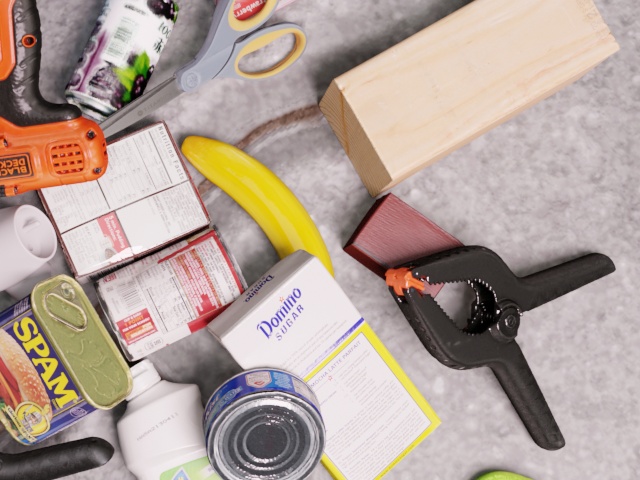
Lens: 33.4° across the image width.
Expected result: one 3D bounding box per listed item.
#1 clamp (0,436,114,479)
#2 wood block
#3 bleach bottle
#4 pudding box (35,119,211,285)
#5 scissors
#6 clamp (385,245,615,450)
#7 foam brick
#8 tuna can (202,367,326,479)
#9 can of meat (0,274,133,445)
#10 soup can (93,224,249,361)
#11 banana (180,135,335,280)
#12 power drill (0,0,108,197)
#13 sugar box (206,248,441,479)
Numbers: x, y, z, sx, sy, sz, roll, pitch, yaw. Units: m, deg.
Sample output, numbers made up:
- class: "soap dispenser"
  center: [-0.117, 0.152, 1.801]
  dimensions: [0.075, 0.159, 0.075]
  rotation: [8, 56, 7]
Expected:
- class: "clamp"
  center: [-0.237, 0.189, 0.770]
  dimensions: [0.171, 0.039, 0.120]
  rotation: [6, 109, -4]
- class: "wood block"
  center: [0.113, -0.127, 0.836]
  dimensions: [0.206, 0.091, 0.090]
  rotation: [-30, 89, -9]
- class: "bleach bottle"
  center: [-0.067, 0.196, 0.798]
  dimensions: [0.102, 0.068, 0.251]
  rotation: [-33, 87, -14]
- class: "pudding box"
  center: [-0.152, -0.029, 0.818]
  dimensions: [0.113, 0.039, 0.090]
  rotation: [-24, 86, -12]
- class: "scissors"
  center: [-0.096, -0.142, 0.804]
  dimensions: [0.201, 0.016, 0.096]
  rotation: [-22, 125, -28]
- class: "clamp"
  center: [0.142, 0.052, 0.822]
  dimensions: [0.209, 0.036, 0.164]
  rotation: [30, 77, -28]
- class: "foam brick"
  center: [0.065, 0.006, 0.837]
  dimensions: [0.078, 0.053, 0.051]
  rotation: [35, 81, -5]
- class: "tuna can"
  center: [-0.039, 0.135, 0.749]
  dimensions: [0.086, 0.034, 0.086]
  rotation: [-3, 112, -8]
- class: "can of meat"
  center: [-0.200, 0.089, 0.774]
  dimensions: [0.084, 0.057, 0.102]
  rotation: [-29, 92, 25]
- class: "soup can"
  center: [-0.110, 0.040, 0.802]
  dimensions: [0.102, 0.068, 0.068]
  rotation: [-26, 89, -9]
- class: "banana"
  center: [-0.037, -0.003, 0.831]
  dimensions: [0.069, 0.037, 0.198]
  rotation: [-26, 89, -10]
- class: "power drill"
  center: [-0.250, -0.117, 0.733]
  dimensions: [0.184, 0.057, 0.188]
  rotation: [-8, 110, -4]
- class: "sugar box"
  center: [0.005, 0.100, 0.797]
  dimensions: [0.093, 0.048, 0.176]
  rotation: [-40, 110, -10]
